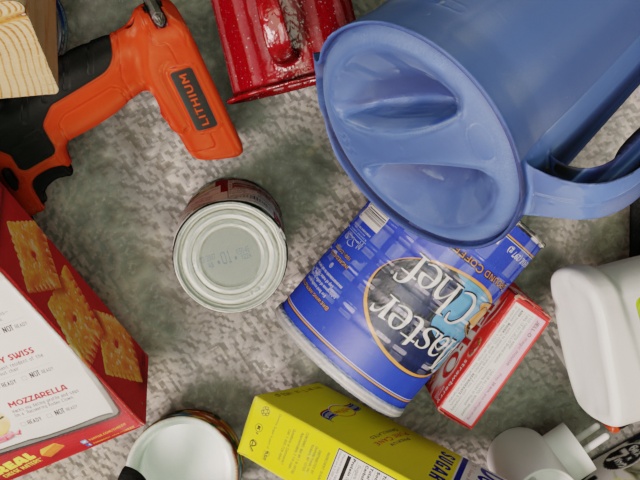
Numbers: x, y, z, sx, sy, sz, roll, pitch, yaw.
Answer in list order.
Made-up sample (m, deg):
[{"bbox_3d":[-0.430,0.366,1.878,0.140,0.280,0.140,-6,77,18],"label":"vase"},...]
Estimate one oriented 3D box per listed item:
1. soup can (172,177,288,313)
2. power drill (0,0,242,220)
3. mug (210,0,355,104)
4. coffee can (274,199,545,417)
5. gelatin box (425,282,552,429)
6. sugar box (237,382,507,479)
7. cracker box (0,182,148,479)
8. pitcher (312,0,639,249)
[{"bbox_3d":[-0.054,0.001,0.652,0.068,0.102,0.068,-1,100,-4],"label":"soup can"},{"bbox_3d":[-0.146,-0.049,0.645,0.187,0.057,0.184,-26,126,-5],"label":"power drill"},{"bbox_3d":[-0.023,-0.130,0.626,0.093,0.117,0.081,-13,96,10],"label":"mug"},{"bbox_3d":[0.054,0.023,0.662,0.102,0.103,0.140,39,95,-9],"label":"coffee can"},{"bbox_3d":[0.104,0.068,0.688,0.030,0.073,0.089,33,97,-9],"label":"gelatin box"},{"bbox_3d":[0.046,0.144,0.650,0.176,0.093,0.048,21,98,25],"label":"sugar box"},{"bbox_3d":[-0.224,0.052,0.617,0.164,0.072,0.213,-24,127,12],"label":"cracker box"},{"bbox_3d":[0.129,-0.109,0.582,0.242,0.145,0.149,-40,98,-28],"label":"pitcher"}]
